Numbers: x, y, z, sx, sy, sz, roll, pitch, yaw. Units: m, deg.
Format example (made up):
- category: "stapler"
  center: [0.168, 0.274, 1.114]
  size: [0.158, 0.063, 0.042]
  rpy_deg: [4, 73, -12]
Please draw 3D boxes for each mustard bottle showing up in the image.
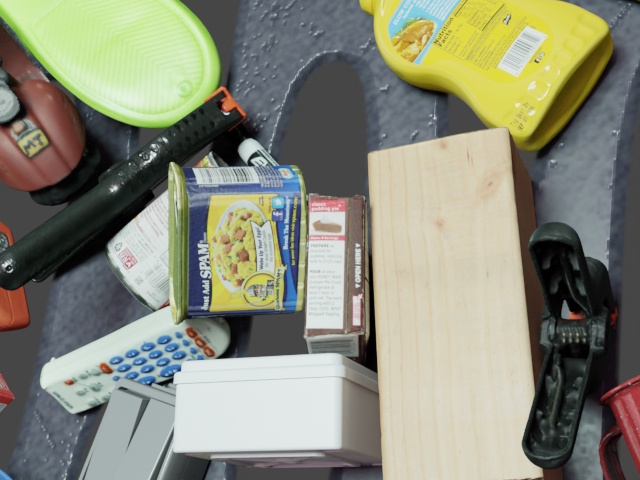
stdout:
- category: "mustard bottle"
  center: [0.094, -0.144, 0.729]
  size: [0.192, 0.058, 0.096]
  rpy_deg: [36, 89, 28]

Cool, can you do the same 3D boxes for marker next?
- category: "marker"
  center: [-0.036, -0.048, 0.771]
  size: [0.020, 0.020, 0.121]
  rpy_deg: [-44, 62, 3]

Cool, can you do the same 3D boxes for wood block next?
- category: "wood block"
  center: [0.087, 0.049, 0.645]
  size: [0.090, 0.090, 0.206]
  rpy_deg: [-9, 69, 19]

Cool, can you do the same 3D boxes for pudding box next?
- category: "pudding box"
  center: [0.011, 0.032, 0.670]
  size: [0.039, 0.113, 0.090]
  rpy_deg: [0, 70, 1]

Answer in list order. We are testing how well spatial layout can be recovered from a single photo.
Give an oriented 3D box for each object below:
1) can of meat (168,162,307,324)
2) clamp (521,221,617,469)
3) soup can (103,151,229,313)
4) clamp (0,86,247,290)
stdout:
- category: "can of meat"
  center: [-0.055, 0.001, 0.691]
  size: [0.083, 0.057, 0.102]
  rpy_deg: [-2, 111, -13]
- category: "clamp"
  center: [0.137, 0.059, 0.582]
  size: [0.039, 0.171, 0.120]
  rpy_deg: [9, 87, 25]
- category: "soup can"
  center: [-0.093, -0.004, 0.751]
  size: [0.102, 0.068, 0.068]
  rpy_deg: [-40, 62, 5]
- category: "clamp"
  center: [-0.141, -0.033, 0.747]
  size: [0.210, 0.164, 0.036]
  rpy_deg: [-39, 96, 0]
